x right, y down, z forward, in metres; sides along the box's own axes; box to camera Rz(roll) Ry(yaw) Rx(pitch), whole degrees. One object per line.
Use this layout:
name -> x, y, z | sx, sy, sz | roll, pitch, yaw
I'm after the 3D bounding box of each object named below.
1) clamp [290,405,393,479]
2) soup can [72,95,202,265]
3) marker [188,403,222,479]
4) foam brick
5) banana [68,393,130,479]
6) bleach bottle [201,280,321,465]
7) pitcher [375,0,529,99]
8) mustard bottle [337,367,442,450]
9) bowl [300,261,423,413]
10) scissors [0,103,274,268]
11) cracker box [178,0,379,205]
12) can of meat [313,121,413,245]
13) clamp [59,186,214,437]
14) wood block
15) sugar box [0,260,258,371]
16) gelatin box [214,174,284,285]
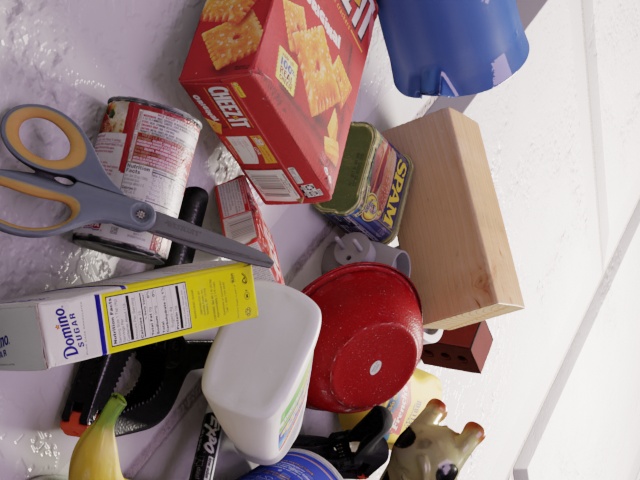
clamp -> 0.013, 0.204, 1.035 | 0.171, 0.120, 0.039 | 79, 5, -61
soup can -> -0.127, -0.040, 0.738 | 0.068, 0.069, 0.102 | 28, 72, -59
marker -> -0.089, 0.160, 0.867 | 0.020, 0.020, 0.121 | 64, 27, -44
foam brick -> 0.156, 0.117, 1.260 | 0.051, 0.078, 0.053 | -63, 143, -30
banana -> -0.140, 0.176, 0.763 | 0.069, 0.037, 0.198 | -36, 153, -15
bleach bottle -> -0.041, 0.120, 0.858 | 0.251, 0.068, 0.102 | 87, 25, -69
pitcher -> 0.103, -0.263, 0.962 | 0.145, 0.149, 0.243 | -26, 126, -6
mustard bottle -> 0.065, 0.170, 1.131 | 0.191, 0.058, 0.096 | 31, 83, -58
bowl -> 0.038, 0.103, 0.989 | 0.161, 0.055, 0.162 | -13, 121, -22
scissors -> -0.125, -0.035, 0.690 | 0.201, 0.016, 0.096 | 5, 72, -25
cracker box -> -0.024, -0.161, 0.862 | 0.164, 0.072, 0.213 | 56, 41, -50
can of meat -> 0.042, -0.056, 1.043 | 0.083, 0.058, 0.102 | 37, 64, -54
clamp -> -0.116, 0.083, 0.811 | 0.209, 0.036, 0.164 | -56, 135, -40
wood block -> 0.133, -0.020, 1.100 | 0.090, 0.091, 0.206 | 12, 62, -60
sugar box -> -0.133, 0.047, 0.689 | 0.175, 0.094, 0.048 | -14, 96, -48
gelatin box -> -0.056, 0.001, 0.866 | 0.089, 0.030, 0.073 | -107, 176, -51
